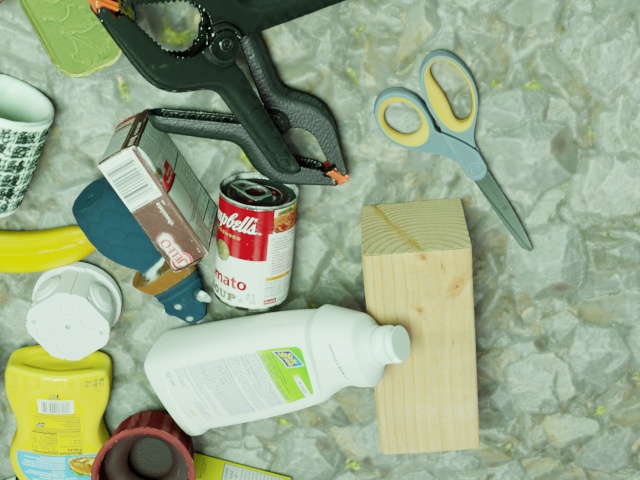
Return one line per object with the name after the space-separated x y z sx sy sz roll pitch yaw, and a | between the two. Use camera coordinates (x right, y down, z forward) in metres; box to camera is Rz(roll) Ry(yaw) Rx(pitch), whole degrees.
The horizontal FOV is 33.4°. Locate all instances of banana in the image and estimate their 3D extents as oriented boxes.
-0.291 -0.004 0.936 0.197 0.037 0.070 16 118 -7 | banana

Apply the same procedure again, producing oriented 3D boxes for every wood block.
0.088 0.078 0.937 0.090 0.091 0.206 -5 119 4 | wood block

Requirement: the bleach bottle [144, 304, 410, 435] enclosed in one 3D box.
-0.032 0.109 0.920 0.251 0.068 0.102 -12 120 36 | bleach bottle

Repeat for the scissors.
0.110 -0.063 0.903 0.096 0.016 0.201 -15 117 12 | scissors

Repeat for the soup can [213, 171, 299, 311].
-0.056 0.001 0.913 0.068 0.068 0.102 6 118 -1 | soup can

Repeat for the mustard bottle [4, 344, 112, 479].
-0.250 0.193 1.030 0.096 0.058 0.192 3 119 -6 | mustard bottle

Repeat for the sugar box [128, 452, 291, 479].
-0.126 0.261 1.071 0.176 0.048 0.093 18 117 -3 | sugar box

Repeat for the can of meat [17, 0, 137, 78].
-0.184 -0.186 0.807 0.057 0.084 0.102 -20 116 12 | can of meat

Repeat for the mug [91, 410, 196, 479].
-0.169 0.212 0.985 0.117 0.081 0.093 -33 98 1 | mug

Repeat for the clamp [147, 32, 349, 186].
-0.053 -0.094 0.877 0.120 0.039 0.171 -38 111 18 | clamp

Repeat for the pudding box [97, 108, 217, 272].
-0.131 -0.042 0.880 0.039 0.090 0.113 -26 114 12 | pudding box

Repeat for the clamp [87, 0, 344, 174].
-0.068 -0.157 0.797 0.209 0.036 0.164 22 97 -31 | clamp
